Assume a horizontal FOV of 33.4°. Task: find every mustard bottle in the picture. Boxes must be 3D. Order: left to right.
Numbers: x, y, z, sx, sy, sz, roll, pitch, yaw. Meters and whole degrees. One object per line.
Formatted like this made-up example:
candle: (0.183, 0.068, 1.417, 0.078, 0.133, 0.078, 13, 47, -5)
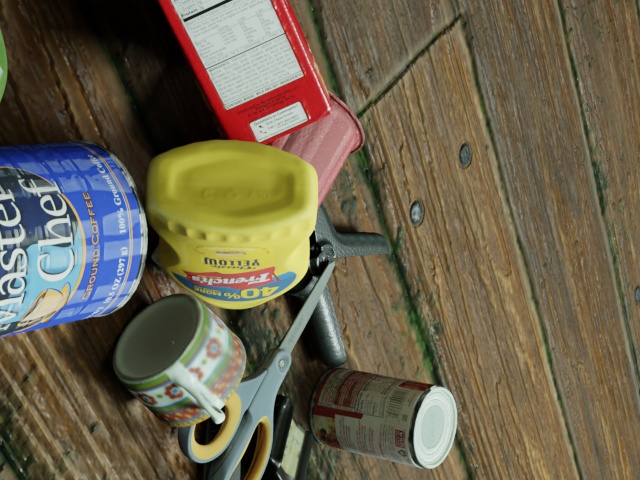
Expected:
mustard bottle: (-0.054, 0.001, 0.670, 0.192, 0.096, 0.058, 101, -10, -70)

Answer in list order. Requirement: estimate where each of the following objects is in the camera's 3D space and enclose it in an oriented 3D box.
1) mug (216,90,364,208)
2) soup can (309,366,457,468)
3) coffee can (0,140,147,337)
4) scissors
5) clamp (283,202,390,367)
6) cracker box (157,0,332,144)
mug: (-0.027, -0.059, 0.708, 0.081, 0.093, 0.117, -61, -179, -20)
soup can: (0.051, 0.143, 0.870, 0.068, 0.102, 0.068, -9, 101, -52)
coffee can: (-0.176, 0.002, 0.556, 0.140, 0.103, 0.103, -11, 103, -51)
scissors: (-0.044, 0.086, 0.754, 0.096, 0.016, 0.201, 39, 62, -46)
clamp: (-0.008, 0.025, 0.832, 0.171, 0.039, 0.120, 32, 65, -46)
cracker box: (-0.076, -0.179, 0.622, 0.164, 0.072, 0.213, -111, 175, -56)
